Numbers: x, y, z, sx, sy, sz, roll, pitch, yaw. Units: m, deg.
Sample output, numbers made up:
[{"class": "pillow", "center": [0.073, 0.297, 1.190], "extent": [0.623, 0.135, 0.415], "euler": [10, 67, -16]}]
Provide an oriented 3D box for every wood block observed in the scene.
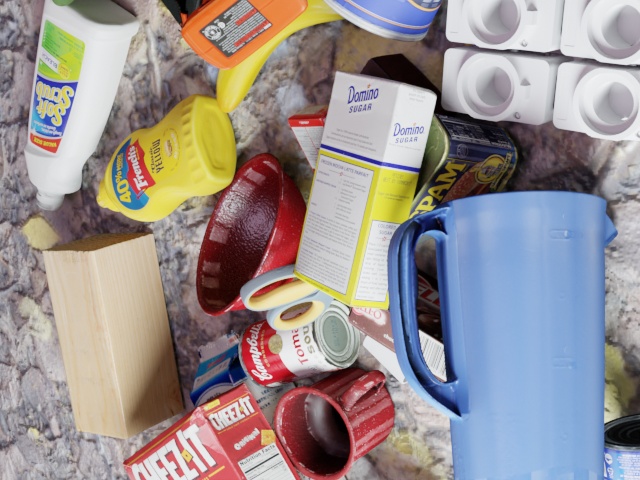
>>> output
[{"class": "wood block", "center": [-0.227, 0.101, 1.174], "extent": [0.090, 0.090, 0.206], "euler": [0, 103, 38]}]

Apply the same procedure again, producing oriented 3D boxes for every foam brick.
[{"class": "foam brick", "center": [0.067, -0.114, 0.910], "extent": [0.078, 0.051, 0.053], "euler": [48, 126, 17]}]

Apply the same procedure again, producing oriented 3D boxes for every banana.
[{"class": "banana", "center": [-0.040, -0.185, 0.982], "extent": [0.198, 0.037, 0.069], "euler": [-24, 87, 39]}]

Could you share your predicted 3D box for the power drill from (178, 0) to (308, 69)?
[{"class": "power drill", "center": [-0.049, -0.241, 0.892], "extent": [0.185, 0.187, 0.057], "euler": [-34, 125, 28]}]

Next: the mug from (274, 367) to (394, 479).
[{"class": "mug", "center": [0.022, 0.161, 1.005], "extent": [0.093, 0.081, 0.117], "euler": [45, 126, 19]}]

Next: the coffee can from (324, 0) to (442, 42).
[{"class": "coffee can", "center": [0.069, -0.243, 0.839], "extent": [0.103, 0.102, 0.140], "euler": [42, 124, 21]}]

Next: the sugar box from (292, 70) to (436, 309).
[{"class": "sugar box", "center": [0.034, -0.042, 0.855], "extent": [0.093, 0.048, 0.176], "euler": [25, 103, 54]}]

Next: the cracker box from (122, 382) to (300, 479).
[{"class": "cracker box", "center": [-0.085, 0.269, 1.027], "extent": [0.164, 0.071, 0.214], "euler": [-40, 77, 42]}]

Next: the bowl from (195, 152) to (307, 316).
[{"class": "bowl", "center": [-0.057, 0.001, 1.008], "extent": [0.162, 0.055, 0.162], "euler": [-42, 37, 43]}]

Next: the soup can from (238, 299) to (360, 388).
[{"class": "soup can", "center": [-0.020, 0.100, 1.029], "extent": [0.102, 0.068, 0.068], "euler": [-21, 90, 39]}]

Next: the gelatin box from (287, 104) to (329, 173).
[{"class": "gelatin box", "center": [0.015, -0.076, 0.944], "extent": [0.089, 0.030, 0.073], "euler": [62, 162, -16]}]

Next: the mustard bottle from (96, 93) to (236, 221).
[{"class": "mustard bottle", "center": [-0.169, -0.072, 1.097], "extent": [0.192, 0.058, 0.096], "euler": [-23, 72, 41]}]

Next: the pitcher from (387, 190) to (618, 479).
[{"class": "pitcher", "center": [0.143, 0.087, 0.804], "extent": [0.149, 0.144, 0.243], "euler": [-5, 80, 26]}]

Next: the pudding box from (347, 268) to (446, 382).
[{"class": "pudding box", "center": [0.093, 0.070, 0.920], "extent": [0.114, 0.089, 0.039], "euler": [33, 122, 25]}]

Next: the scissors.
[{"class": "scissors", "center": [0.029, 0.035, 0.950], "extent": [0.096, 0.201, 0.016], "euler": [86, 168, -53]}]

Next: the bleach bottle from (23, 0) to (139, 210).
[{"class": "bleach bottle", "center": [-0.269, -0.140, 1.157], "extent": [0.103, 0.067, 0.251], "euler": [35, 124, 25]}]

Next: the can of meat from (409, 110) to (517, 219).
[{"class": "can of meat", "center": [0.101, -0.054, 0.873], "extent": [0.102, 0.083, 0.057], "euler": [-57, 43, 34]}]
